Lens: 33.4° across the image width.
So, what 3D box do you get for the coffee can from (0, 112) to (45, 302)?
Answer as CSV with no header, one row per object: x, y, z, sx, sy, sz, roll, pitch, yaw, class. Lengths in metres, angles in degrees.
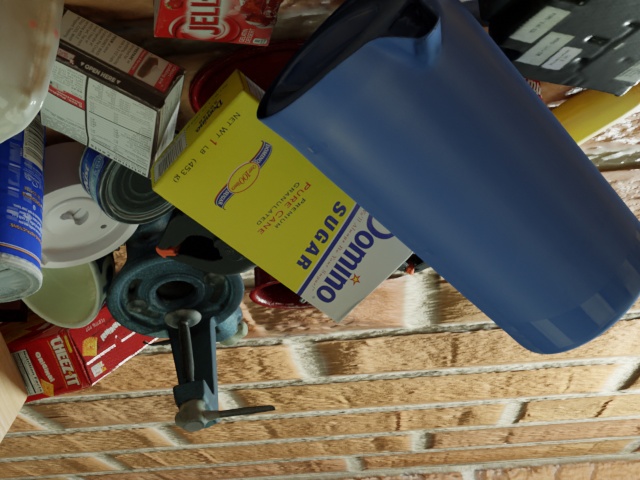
-0.247,-0.036,0.752,0.103,0.140,0.103,-3,160,-1,coffee can

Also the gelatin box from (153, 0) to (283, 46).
-0.059,-0.150,0.631,0.073,0.030,0.089,2,159,-15,gelatin box

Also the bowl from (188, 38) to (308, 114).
-0.016,-0.084,0.783,0.162,0.055,0.162,-3,160,-1,bowl

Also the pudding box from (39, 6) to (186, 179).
-0.141,-0.095,0.711,0.090,0.039,0.114,26,158,-2,pudding box

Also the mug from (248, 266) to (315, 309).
-0.013,0.015,1.015,0.117,0.081,0.093,15,153,-40,mug

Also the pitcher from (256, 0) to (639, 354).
0.084,-0.044,0.655,0.145,0.149,0.242,-38,109,25,pitcher

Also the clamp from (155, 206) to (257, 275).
-0.055,0.001,0.836,0.172,0.039,0.120,-12,125,46,clamp

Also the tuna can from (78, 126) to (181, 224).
-0.136,-0.055,0.807,0.086,0.034,0.086,-25,139,-24,tuna can

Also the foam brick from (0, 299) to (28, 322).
-0.347,0.056,1.117,0.078,0.051,0.053,-1,160,-7,foam brick

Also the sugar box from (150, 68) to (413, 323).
-0.020,-0.025,0.732,0.176,0.048,0.093,37,107,-25,sugar box

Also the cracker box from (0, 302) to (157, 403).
-0.289,0.113,1.158,0.214,0.072,0.164,-17,-169,30,cracker box
